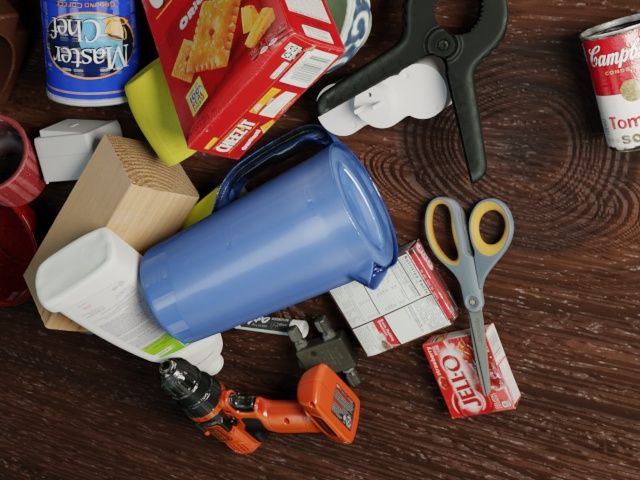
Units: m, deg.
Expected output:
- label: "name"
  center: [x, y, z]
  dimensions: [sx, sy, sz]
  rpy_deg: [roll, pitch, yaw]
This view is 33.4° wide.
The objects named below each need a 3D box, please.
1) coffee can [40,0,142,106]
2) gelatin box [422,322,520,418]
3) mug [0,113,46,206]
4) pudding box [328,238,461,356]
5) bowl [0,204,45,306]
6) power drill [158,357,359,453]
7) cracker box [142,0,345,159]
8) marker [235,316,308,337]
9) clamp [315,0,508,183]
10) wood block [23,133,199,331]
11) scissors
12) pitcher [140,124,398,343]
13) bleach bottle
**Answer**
- label: "coffee can"
  center: [-0.238, -0.221, 1.112]
  dimensions: [0.103, 0.102, 0.140]
  rpy_deg: [13, 116, 24]
- label: "gelatin box"
  center: [0.155, 0.135, 1.095]
  dimensions: [0.073, 0.030, 0.089]
  rpy_deg: [-15, 103, 32]
- label: "mug"
  center: [-0.366, -0.098, 1.222]
  dimensions: [0.093, 0.081, 0.117]
  rpy_deg: [-19, 73, 3]
- label: "pudding box"
  center: [0.075, 0.061, 1.102]
  dimensions: [0.114, 0.039, 0.090]
  rpy_deg: [-27, 96, 33]
- label: "bowl"
  center: [-0.394, -0.002, 1.321]
  dimensions: [0.162, 0.055, 0.162]
  rpy_deg: [11, 116, 24]
- label: "power drill"
  center: [-0.065, 0.177, 1.177]
  dimensions: [0.188, 0.057, 0.184]
  rpy_deg: [-7, 144, 30]
- label: "cracker box"
  center: [-0.083, -0.210, 0.992]
  dimensions: [0.164, 0.071, 0.214]
  rpy_deg: [-41, 57, 34]
- label: "marker"
  center: [-0.071, 0.094, 1.207]
  dimensions: [0.121, 0.020, 0.020]
  rpy_deg: [5, 113, 27]
- label: "clamp"
  center: [0.096, -0.171, 0.946]
  dimensions: [0.164, 0.036, 0.210]
  rpy_deg: [16, 100, -3]
- label: "wood block"
  center: [-0.232, -0.004, 1.172]
  dimensions: [0.206, 0.090, 0.091]
  rpy_deg: [-55, 49, 24]
- label: "scissors"
  center: [0.164, 0.046, 1.040]
  dimensions: [0.096, 0.016, 0.202]
  rpy_deg: [-23, 88, 28]
- label: "pitcher"
  center: [-0.057, 0.001, 1.065]
  dimensions: [0.243, 0.149, 0.145]
  rpy_deg: [-25, 111, 19]
- label: "bleach bottle"
  center: [-0.189, 0.086, 1.156]
  dimensions: [0.102, 0.068, 0.250]
  rpy_deg: [-31, 138, 10]
